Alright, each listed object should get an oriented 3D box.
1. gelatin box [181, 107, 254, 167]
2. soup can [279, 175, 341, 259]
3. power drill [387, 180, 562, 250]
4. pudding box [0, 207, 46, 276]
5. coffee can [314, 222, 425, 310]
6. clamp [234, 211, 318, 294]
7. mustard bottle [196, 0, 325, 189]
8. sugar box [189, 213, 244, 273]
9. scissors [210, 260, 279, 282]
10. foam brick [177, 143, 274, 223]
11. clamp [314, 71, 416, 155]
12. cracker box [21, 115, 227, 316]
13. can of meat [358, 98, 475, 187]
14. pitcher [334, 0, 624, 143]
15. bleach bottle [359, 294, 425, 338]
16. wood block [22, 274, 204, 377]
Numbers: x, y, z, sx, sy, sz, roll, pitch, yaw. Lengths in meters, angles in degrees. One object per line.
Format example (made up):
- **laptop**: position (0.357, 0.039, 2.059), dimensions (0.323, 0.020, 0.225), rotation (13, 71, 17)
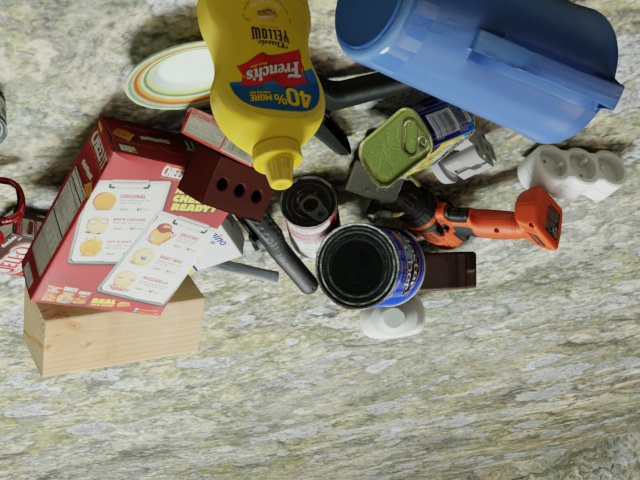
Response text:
- **gelatin box**: position (-0.085, -0.100, 1.069), dimensions (0.089, 0.030, 0.073), rotation (27, -174, 20)
- **soup can**: position (-0.010, -0.026, 1.288), dimensions (0.068, 0.068, 0.102), rotation (-10, 156, 1)
- **power drill**: position (0.186, -0.033, 1.297), dimensions (0.188, 0.057, 0.184), rotation (3, 165, 32)
- **pudding box**: position (-0.352, 0.006, 1.269), dimensions (0.089, 0.039, 0.114), rotation (13, 148, -40)
- **coffee can**: position (0.063, 0.032, 1.297), dimensions (0.103, 0.103, 0.140), rotation (-17, 173, 17)
- **clamp**: position (-0.058, 0.002, 1.294), dimensions (0.039, 0.120, 0.171), rotation (-50, 155, -10)
- **mustard bottle**: position (-0.046, -0.130, 0.895), dimensions (0.096, 0.191, 0.058), rotation (2, 153, -24)
- **sugar box**: position (-0.188, 0.001, 1.275), dimensions (0.176, 0.048, 0.093), rotation (-19, 127, 17)
- **scissors**: position (-0.139, 0.027, 1.351), dimensions (0.202, 0.016, 0.096), rotation (12, 177, 21)
- **foam brick**: position (-0.093, -0.058, 1.082), dimensions (0.078, 0.053, 0.051), rotation (18, -171, -39)
- **clamp**: position (-0.009, -0.131, 1.083), dimensions (0.209, 0.036, 0.165), rotation (-4, 156, -29)
- **cracker box**: position (-0.204, -0.020, 1.151), dimensions (0.163, 0.072, 0.214), rotation (11, 127, -38)
- **can of meat**: position (0.104, -0.108, 1.132), dimensions (0.083, 0.057, 0.102), rotation (-24, 170, -41)
- **pitcher**: position (0.141, -0.174, 0.933), dimensions (0.242, 0.145, 0.149), rotation (13, 152, -34)
- **bleach bottle**: position (0.108, 0.109, 1.533), dimensions (0.102, 0.068, 0.251), rotation (-9, 176, 1)
- **wood block**: position (-0.262, 0.098, 1.355), dimensions (0.205, 0.091, 0.090), rotation (-7, 125, -29)
